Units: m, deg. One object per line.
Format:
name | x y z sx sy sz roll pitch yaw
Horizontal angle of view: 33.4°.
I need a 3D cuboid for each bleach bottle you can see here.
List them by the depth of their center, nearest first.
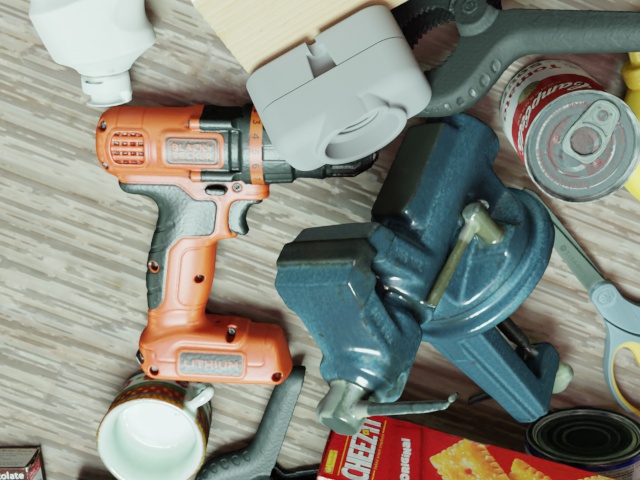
bleach bottle | -0.134 -0.206 0.641 0.102 0.068 0.251 -3 111 2

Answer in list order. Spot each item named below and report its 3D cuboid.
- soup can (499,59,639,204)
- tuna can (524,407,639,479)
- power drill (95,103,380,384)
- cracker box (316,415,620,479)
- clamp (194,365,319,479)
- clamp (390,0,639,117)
soup can | 0.151 -0.070 0.657 0.068 0.102 0.068 0 110 0
tuna can | 0.185 0.149 0.742 0.086 0.086 0.034 -5 107 3
power drill | -0.055 0.001 0.713 0.184 0.057 0.188 3 106 4
cracker box | 0.096 0.208 0.709 0.214 0.072 0.164 15 131 5
clamp | -0.028 0.181 0.784 0.120 0.039 0.172 41 109 -7
clamp | 0.099 -0.146 0.647 0.210 0.036 0.164 -24 65 25
